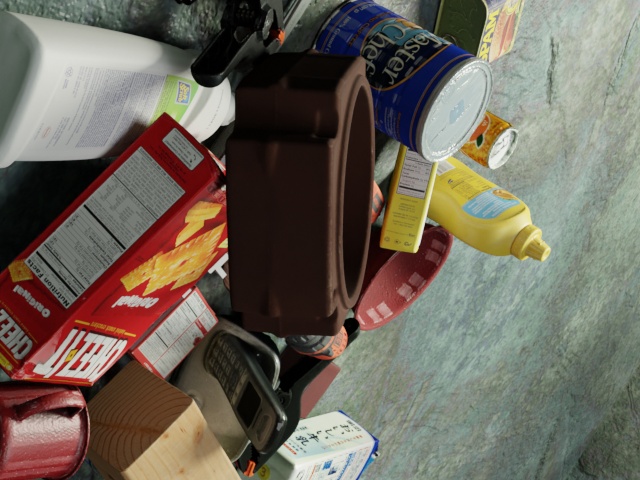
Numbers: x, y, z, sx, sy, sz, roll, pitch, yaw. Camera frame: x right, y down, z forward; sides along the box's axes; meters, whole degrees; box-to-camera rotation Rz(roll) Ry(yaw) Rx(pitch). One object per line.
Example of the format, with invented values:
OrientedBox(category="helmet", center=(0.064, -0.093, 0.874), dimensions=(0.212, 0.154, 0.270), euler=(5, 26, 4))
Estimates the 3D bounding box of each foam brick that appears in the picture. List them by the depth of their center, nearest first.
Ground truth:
OrientedBox(category="foam brick", center=(-0.024, 0.163, 1.267), dimensions=(0.078, 0.053, 0.051), euler=(-53, 151, 1))

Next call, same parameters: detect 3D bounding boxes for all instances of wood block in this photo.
OrientedBox(category="wood block", center=(-0.143, 0.223, 1.012), dimensions=(0.090, 0.091, 0.206), euler=(-45, 138, -23))

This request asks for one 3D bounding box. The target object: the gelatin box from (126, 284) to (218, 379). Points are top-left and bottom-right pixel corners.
OrientedBox(category="gelatin box", center=(-0.146, 0.084, 1.022), dimensions=(0.089, 0.030, 0.073), euler=(-47, 149, -14))

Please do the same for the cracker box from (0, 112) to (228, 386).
OrientedBox(category="cracker box", center=(-0.151, 0.017, 0.829), dimensions=(0.213, 0.072, 0.164), euler=(-45, 167, -1))

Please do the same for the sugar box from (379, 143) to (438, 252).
OrientedBox(category="sugar box", center=(0.102, -0.084, 1.140), dimensions=(0.093, 0.048, 0.176), euler=(-73, 173, -70))

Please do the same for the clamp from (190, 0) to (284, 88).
OrientedBox(category="clamp", center=(-0.055, -0.180, 0.818), dimensions=(0.171, 0.039, 0.120), euler=(-52, 162, -75))

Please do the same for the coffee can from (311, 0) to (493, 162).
OrientedBox(category="coffee can", center=(0.073, -0.149, 0.985), dimensions=(0.102, 0.140, 0.103), euler=(-37, 147, -30))

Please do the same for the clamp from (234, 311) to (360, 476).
OrientedBox(category="clamp", center=(-0.044, 0.166, 1.194), dimensions=(0.164, 0.036, 0.210), euler=(3, 112, -34))

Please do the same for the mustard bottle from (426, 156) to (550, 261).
OrientedBox(category="mustard bottle", center=(0.179, -0.033, 1.217), dimensions=(0.096, 0.192, 0.058), euler=(-25, 140, -43))

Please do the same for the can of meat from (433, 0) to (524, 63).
OrientedBox(category="can of meat", center=(0.168, -0.231, 1.133), dimensions=(0.083, 0.057, 0.102), euler=(-34, 146, -39))

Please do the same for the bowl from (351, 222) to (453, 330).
OrientedBox(category="bowl", center=(0.083, 0.030, 1.270), dimensions=(0.162, 0.055, 0.162), euler=(-35, 153, -22))

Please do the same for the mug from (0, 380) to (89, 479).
OrientedBox(category="mug", center=(-0.243, 0.152, 0.872), dimensions=(0.117, 0.093, 0.081), euler=(-30, 160, 32))

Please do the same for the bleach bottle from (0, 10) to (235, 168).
OrientedBox(category="bleach bottle", center=(-0.147, -0.101, 0.788), dimensions=(0.250, 0.068, 0.103), euler=(-2, 127, -59))

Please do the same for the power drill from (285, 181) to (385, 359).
OrientedBox(category="power drill", center=(0.009, 0.026, 1.082), dimensions=(0.184, 0.057, 0.187), euler=(53, 54, -75))
